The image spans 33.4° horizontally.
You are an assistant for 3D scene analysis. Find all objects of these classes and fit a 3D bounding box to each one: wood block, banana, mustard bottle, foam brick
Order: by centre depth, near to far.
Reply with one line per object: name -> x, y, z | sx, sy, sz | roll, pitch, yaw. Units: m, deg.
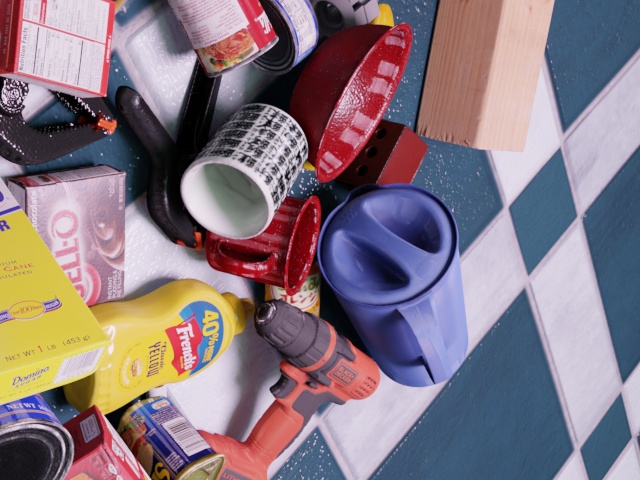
mustard bottle -> -0.134, 0.084, 0.945 | 0.191, 0.058, 0.096 | -18, 125, -42
banana -> 0.029, -0.139, 1.051 | 0.197, 0.037, 0.069 | -57, 138, -14
foam brick -> 0.065, -0.080, 1.098 | 0.051, 0.053, 0.078 | 35, 78, -47
wood block -> 0.179, -0.205, 1.143 | 0.090, 0.091, 0.206 | -2, 106, -46

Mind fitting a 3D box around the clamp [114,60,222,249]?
clamp -> -0.127, -0.069, 0.909 | 0.120, 0.039, 0.171 | -18, 115, -46

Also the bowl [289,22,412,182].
bowl -> 0.019, -0.135, 0.967 | 0.162, 0.055, 0.162 | -54, 166, -20

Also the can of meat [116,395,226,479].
can of meat -> -0.140, 0.199, 0.938 | 0.057, 0.084, 0.102 | -16, 140, -46

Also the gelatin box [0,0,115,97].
gelatin box -> -0.194, -0.148, 0.776 | 0.089, 0.030, 0.073 | 8, 87, -53

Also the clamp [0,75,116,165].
clamp -> -0.241, -0.100, 0.778 | 0.209, 0.036, 0.164 | 25, 81, -50

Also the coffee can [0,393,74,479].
coffee can -> -0.253, 0.122, 0.754 | 0.102, 0.140, 0.103 | -28, 140, -26

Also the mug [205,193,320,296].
mug -> -0.056, 0.001, 0.953 | 0.117, 0.081, 0.093 | -54, 154, -58

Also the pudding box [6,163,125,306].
pudding box -> -0.203, 0.000, 0.856 | 0.089, 0.039, 0.113 | -14, 114, -42

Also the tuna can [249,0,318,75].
tuna can -> -0.043, -0.188, 0.920 | 0.033, 0.086, 0.086 | -42, 131, -30

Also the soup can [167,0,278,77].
soup can -> -0.087, -0.194, 0.867 | 0.068, 0.069, 0.102 | -40, 114, -29

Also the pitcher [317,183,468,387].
pitcher -> 0.089, 0.066, 1.079 | 0.149, 0.145, 0.242 | -65, 156, -23

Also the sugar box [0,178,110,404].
sugar box -> -0.231, 0.027, 0.739 | 0.093, 0.176, 0.048 | -14, 148, -44

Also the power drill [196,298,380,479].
power drill -> -0.048, 0.153, 1.018 | 0.188, 0.057, 0.184 | -46, 135, 5
